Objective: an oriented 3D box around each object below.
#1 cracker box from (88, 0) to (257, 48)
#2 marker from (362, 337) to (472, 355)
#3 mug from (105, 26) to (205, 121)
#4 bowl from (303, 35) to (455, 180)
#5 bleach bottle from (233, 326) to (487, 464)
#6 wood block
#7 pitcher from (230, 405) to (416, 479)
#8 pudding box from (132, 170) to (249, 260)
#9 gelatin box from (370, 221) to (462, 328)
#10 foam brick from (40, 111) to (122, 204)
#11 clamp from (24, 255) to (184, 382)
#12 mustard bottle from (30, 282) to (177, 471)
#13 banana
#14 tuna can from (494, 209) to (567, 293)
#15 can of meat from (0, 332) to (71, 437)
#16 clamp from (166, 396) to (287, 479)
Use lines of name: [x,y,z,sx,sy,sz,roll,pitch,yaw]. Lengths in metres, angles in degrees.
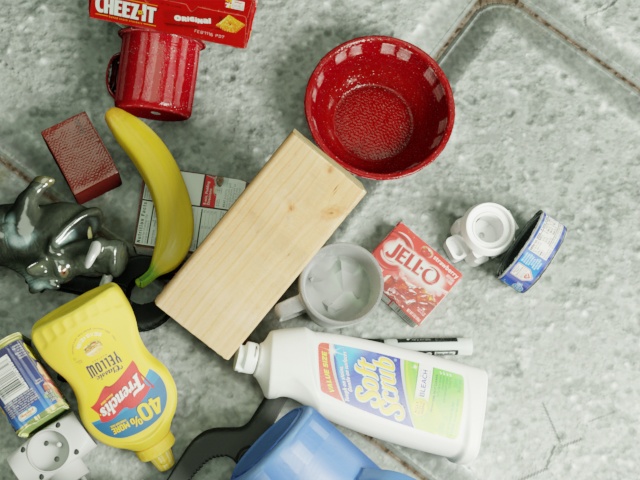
cracker box: [-0.137,-0.298,1.114,0.164,0.072,0.213,10,45,-3]
marker: [0.098,0.111,1.116,0.121,0.020,0.020,0,77,-5]
mug: [-0.181,-0.173,1.125,0.117,0.093,0.081,5,86,30]
bowl: [0.061,-0.136,1.149,0.162,0.055,0.162,1,77,-5]
bleach bottle: [0.036,0.149,1.061,0.250,0.068,0.102,13,73,-10]
wood block: [-0.057,0.001,1.027,0.090,0.091,0.206,39,96,-5]
pitcher: [0.040,0.268,0.993,0.149,0.145,0.243,-44,93,-5]
pudding box: [-0.134,-0.025,1.117,0.113,0.039,0.090,8,76,-1]
gelatin box: [0.092,0.036,1.127,0.089,0.030,0.073,42,77,5]
foam brick: [-0.248,-0.085,1.114,0.053,0.051,0.078,-27,81,-11]
clamp: [-0.215,0.056,1.093,0.171,0.039,0.120,-29,84,-10]
mustard bottle: [-0.196,0.144,1.046,0.096,0.058,0.191,-29,104,-8]
banana: [-0.166,-0.049,1.073,0.069,0.037,0.198,-2,66,-31]
tuna can: [0.220,0.012,1.115,0.034,0.086,0.086,33,77,1]
can of meat: [-0.289,0.142,1.035,0.057,0.102,0.084,-34,84,-11]
clamp: [-0.061,0.229,1.067,0.209,0.036,0.164,-29,81,-14]
